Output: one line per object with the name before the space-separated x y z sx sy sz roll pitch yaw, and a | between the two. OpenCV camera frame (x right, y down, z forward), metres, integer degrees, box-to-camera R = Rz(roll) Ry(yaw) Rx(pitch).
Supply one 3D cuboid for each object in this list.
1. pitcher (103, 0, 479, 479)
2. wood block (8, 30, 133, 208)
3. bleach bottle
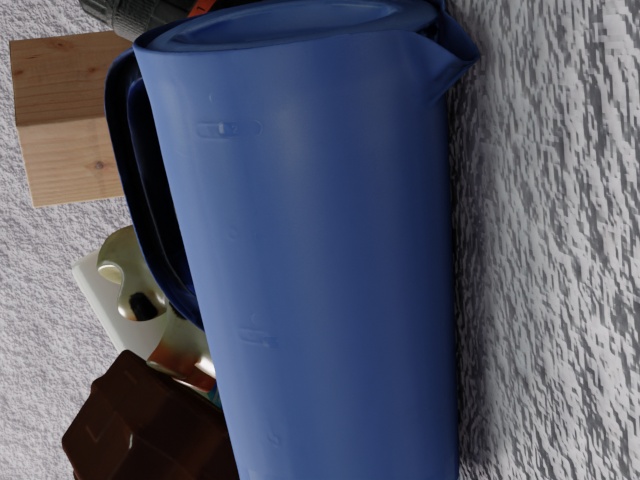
pitcher | -0.008 0.011 0.495 0.149 0.145 0.243 -133 33 -66
wood block | -0.115 -0.097 0.786 0.091 0.206 0.090 95 163 -50
bleach bottle | -0.113 0.120 0.867 0.251 0.068 0.102 61 180 8
